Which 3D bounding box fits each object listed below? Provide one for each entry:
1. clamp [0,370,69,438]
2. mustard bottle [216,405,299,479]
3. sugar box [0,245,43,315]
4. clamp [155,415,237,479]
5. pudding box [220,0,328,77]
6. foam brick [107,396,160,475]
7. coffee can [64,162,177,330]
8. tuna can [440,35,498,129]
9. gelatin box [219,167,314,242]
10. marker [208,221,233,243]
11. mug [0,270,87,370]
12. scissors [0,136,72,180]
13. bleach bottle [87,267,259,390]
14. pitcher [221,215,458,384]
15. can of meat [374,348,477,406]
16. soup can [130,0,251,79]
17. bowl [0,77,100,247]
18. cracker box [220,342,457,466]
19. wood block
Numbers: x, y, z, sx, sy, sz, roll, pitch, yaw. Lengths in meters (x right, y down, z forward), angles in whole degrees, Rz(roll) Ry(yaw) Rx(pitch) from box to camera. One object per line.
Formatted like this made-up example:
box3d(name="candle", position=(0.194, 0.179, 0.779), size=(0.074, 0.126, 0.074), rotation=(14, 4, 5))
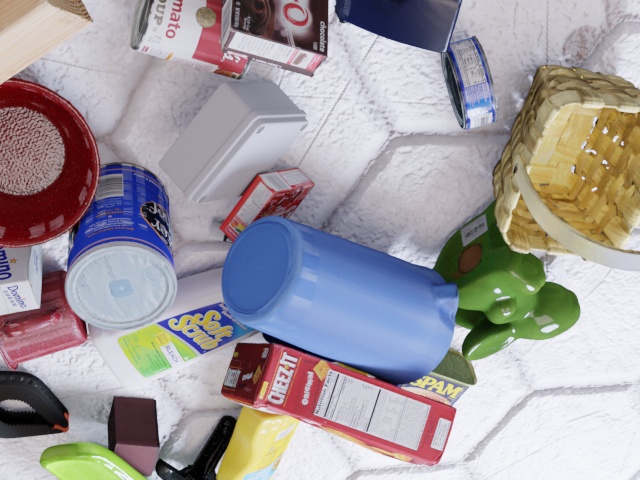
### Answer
box3d(name="clamp", position=(-0.386, 0.181, 1.202), size=(0.209, 0.036, 0.165), rotation=(31, 115, -30))
box3d(name="mustard bottle", position=(-0.079, 0.257, 1.292), size=(0.096, 0.058, 0.192), rotation=(-25, 145, -50))
box3d(name="sugar box", position=(-0.370, 0.041, 1.065), size=(0.176, 0.093, 0.048), rotation=(-13, 128, -2))
box3d(name="clamp", position=(-0.164, 0.295, 1.305), size=(0.120, 0.039, 0.172), rotation=(-17, 136, -41))
box3d(name="pudding box", position=(-0.039, -0.206, 0.932), size=(0.090, 0.113, 0.039), rotation=(12, 152, -19))
box3d(name="foam brick", position=(-0.219, 0.229, 1.246), size=(0.051, 0.078, 0.053), rotation=(7, 125, -18))
box3d(name="coffee can", position=(-0.195, 0.004, 1.041), size=(0.102, 0.140, 0.103), rotation=(-6, 127, -7))
box3d(name="tuna can", position=(0.143, -0.151, 1.026), size=(0.034, 0.086, 0.086), rotation=(-15, 128, 2))
box3d(name="gelatin box", position=(-0.052, -0.035, 1.079), size=(0.030, 0.089, 0.073), rotation=(45, 114, 14))
box3d(name="marker", position=(-0.057, 0.001, 1.129), size=(0.121, 0.020, 0.020), rotation=(12, 124, -6))
box3d(name="mug", position=(-0.292, 0.080, 1.100), size=(0.081, 0.117, 0.093), rotation=(-17, 92, -5))
box3d(name="scissors", position=(-0.344, -0.066, 1.038), size=(0.202, 0.016, 0.096), rotation=(-38, 124, 17))
box3d(name="bleach bottle", position=(-0.118, 0.072, 1.159), size=(0.251, 0.068, 0.102), rotation=(-24, 125, 3))
box3d(name="pitcher", position=(0.011, 0.064, 1.087), size=(0.242, 0.145, 0.149), rotation=(23, 93, -44))
box3d(name="can of meat", position=(0.122, 0.170, 1.284), size=(0.102, 0.057, 0.084), rotation=(21, 123, -24))
box3d(name="soup can", position=(-0.112, -0.190, 0.956), size=(0.102, 0.068, 0.069), rotation=(13, 123, -21))
box3d(name="bowl", position=(-0.286, -0.077, 1.000), size=(0.162, 0.055, 0.162), rotation=(-2, 109, -7))
box3d(name="cracker box", position=(0.014, 0.175, 1.151), size=(0.213, 0.164, 0.072), rotation=(21, 79, -14))
box3d(name="wood block", position=(-0.310, -0.173, 0.896), size=(0.206, 0.090, 0.091), rotation=(-30, 86, 11))
